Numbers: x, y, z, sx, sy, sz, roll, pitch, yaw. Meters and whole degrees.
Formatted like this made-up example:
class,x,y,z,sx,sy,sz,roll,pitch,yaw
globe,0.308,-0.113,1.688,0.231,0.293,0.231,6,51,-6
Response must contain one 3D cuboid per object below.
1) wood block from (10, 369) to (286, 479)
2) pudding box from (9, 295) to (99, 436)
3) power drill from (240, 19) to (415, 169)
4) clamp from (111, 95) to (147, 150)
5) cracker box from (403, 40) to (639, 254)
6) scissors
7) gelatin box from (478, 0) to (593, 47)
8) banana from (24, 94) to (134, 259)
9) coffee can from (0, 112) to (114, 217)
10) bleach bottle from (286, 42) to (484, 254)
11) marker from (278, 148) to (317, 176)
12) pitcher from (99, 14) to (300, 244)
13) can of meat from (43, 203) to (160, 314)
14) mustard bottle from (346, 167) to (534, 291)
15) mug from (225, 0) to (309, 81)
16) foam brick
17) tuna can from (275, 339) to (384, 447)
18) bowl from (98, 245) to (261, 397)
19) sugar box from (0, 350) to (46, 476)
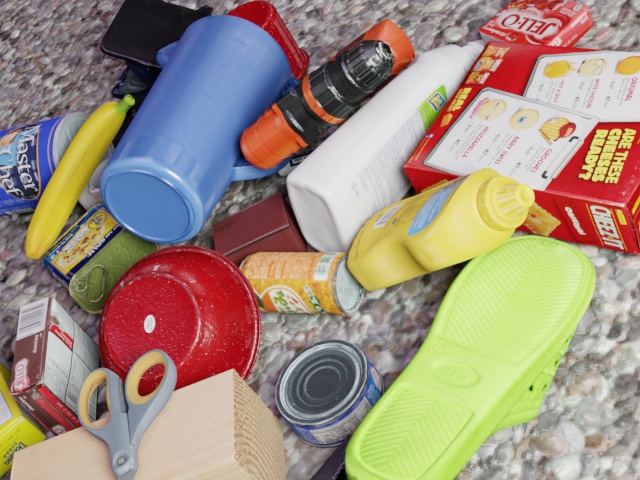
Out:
class,x,y,z,sx,sy,sz,roll,pitch,yaw
wood block,-0.138,0.194,0.854,0.206,0.090,0.091,-22,42,14
pudding box,-0.245,0.121,0.994,0.039,0.090,0.113,-21,42,12
power drill,0.023,-0.153,1.026,0.185,0.057,0.187,-31,7,36
clamp,-0.198,-0.144,1.258,0.172,0.039,0.120,20,62,44
cracker box,0.204,-0.085,0.915,0.214,0.072,0.164,15,60,40
scissors,-0.134,0.153,0.808,0.096,0.016,0.202,-36,40,-3
gelatin box,0.214,-0.211,1.061,0.073,0.030,0.089,-43,41,-10
banana,-0.260,-0.071,1.125,0.198,0.037,0.070,-61,12,-3
coffee can,-0.323,-0.086,1.235,0.140,0.102,0.102,-8,47,28
bleach bottle,0.077,-0.098,1.005,0.068,0.102,0.250,25,58,36
marker,0.013,-0.088,1.082,0.121,0.020,0.020,-14,44,22
pitcher,-0.116,-0.109,1.081,0.149,0.145,0.242,-19,33,36
can of meat,-0.231,0.016,1.111,0.102,0.057,0.084,-45,40,-13
mustard bottle,0.103,-0.014,0.858,0.096,0.058,0.192,-44,10,-30
mug,-0.080,-0.219,1.221,0.117,0.081,0.093,10,57,39
foam brick,-0.057,0.001,1.016,0.078,0.051,0.053,-25,41,10
tuna can,0.007,0.123,0.869,0.086,0.033,0.086,-18,43,18
bowl,-0.136,0.078,0.935,0.162,0.055,0.162,-4,77,19
sugar box,-0.340,0.165,1.048,0.093,0.048,0.176,-40,37,-7
